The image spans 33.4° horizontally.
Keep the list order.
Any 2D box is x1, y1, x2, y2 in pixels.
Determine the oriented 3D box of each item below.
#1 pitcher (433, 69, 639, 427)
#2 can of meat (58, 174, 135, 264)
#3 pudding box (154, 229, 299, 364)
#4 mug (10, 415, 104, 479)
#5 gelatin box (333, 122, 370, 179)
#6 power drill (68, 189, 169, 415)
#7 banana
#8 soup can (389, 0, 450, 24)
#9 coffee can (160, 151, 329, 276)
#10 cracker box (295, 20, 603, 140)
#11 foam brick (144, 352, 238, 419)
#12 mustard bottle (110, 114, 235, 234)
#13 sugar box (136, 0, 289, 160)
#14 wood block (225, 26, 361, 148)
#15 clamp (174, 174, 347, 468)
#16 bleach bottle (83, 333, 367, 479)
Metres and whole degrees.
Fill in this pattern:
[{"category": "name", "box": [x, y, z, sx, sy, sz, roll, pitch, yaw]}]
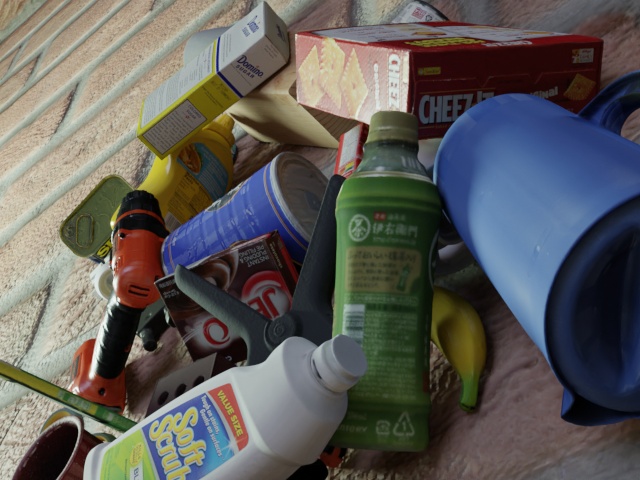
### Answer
[{"category": "pitcher", "box": [0.157, -0.018, 0.634, 0.149, 0.145, 0.243, -23, 25, -2]}, {"category": "can of meat", "box": [-0.245, -0.019, 1.256, 0.102, 0.057, 0.084, -48, -18, -2]}, {"category": "pudding box", "box": [-0.068, 0.052, 0.885, 0.114, 0.090, 0.039, -21, 8, 25]}, {"category": "mug", "box": [-0.212, 0.218, 0.904, 0.117, 0.081, 0.093, -48, 27, -3]}, {"category": "gelatin box", "box": [0.051, -0.042, 0.862, 0.030, 0.089, 0.073, -31, 31, 33]}, {"category": "power drill", "box": [-0.194, 0.059, 1.033, 0.184, 0.057, 0.188, -104, 31, -62]}, {"category": "banana", "box": [0.063, 0.060, 0.766, 0.069, 0.037, 0.198, -51, 27, -10]}, {"category": "soup can", "box": [0.079, -0.170, 1.016, 0.102, 0.068, 0.069, -49, 27, -4]}, {"category": "coffee can", "box": [-0.056, 0.001, 0.945, 0.140, 0.102, 0.102, -34, 30, 26]}, {"category": "cracker box", "box": [0.093, -0.132, 0.854, 0.164, 0.072, 0.214, -8, 17, -22]}, {"category": "foam brick", "box": [-0.098, 0.137, 0.881, 0.078, 0.051, 0.053, -27, 33, 34]}, {"category": "mustard bottle", "box": [-0.146, -0.063, 1.168, 0.058, 0.096, 0.191, 3, 54, 43]}, {"category": "sugar box", "box": [-0.111, -0.166, 1.112, 0.176, 0.048, 0.093, -32, 30, 18]}, {"category": "wood block", "box": [-0.027, -0.163, 1.137, 0.090, 0.090, 0.206, -53, 27, -13]}, {"category": "clamp", "box": [-0.031, 0.070, 0.790, 0.165, 0.036, 0.210, -23, 62, 23]}, {"category": "bleach bottle", "box": [-0.064, 0.130, 0.701, 0.251, 0.068, 0.102, -41, 41, 33]}]
